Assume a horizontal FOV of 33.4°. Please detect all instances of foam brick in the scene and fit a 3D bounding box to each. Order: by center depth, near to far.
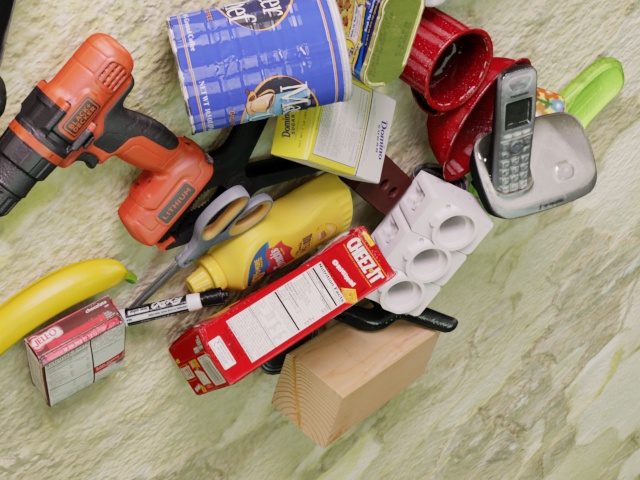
[{"bbox_3d":[0.055,-0.073,1.178,0.053,0.051,0.078,-51,144,3],"label":"foam brick"}]

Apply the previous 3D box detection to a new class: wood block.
[{"bbox_3d":[0.047,0.152,1.306,0.205,0.090,0.091,-28,146,-44],"label":"wood block"}]

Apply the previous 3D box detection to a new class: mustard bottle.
[{"bbox_3d":[-0.057,0.002,1.125,0.191,0.058,0.096,-30,159,-21],"label":"mustard bottle"}]

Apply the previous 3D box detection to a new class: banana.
[{"bbox_3d":[-0.257,0.065,1.001,0.197,0.037,0.069,-29,140,-24],"label":"banana"}]

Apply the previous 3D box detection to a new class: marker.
[{"bbox_3d":[-0.152,0.068,1.080,0.121,0.020,0.020,-13,138,1],"label":"marker"}]

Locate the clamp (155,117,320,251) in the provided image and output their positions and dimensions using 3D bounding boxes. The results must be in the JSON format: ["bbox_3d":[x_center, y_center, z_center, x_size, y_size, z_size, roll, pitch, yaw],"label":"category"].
[{"bbox_3d":[-0.087,-0.073,1.046,0.210,0.036,0.164,-36,144,-11],"label":"clamp"}]

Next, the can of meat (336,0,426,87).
[{"bbox_3d":[0.041,-0.200,0.966,0.057,0.084,0.102,-13,133,-38],"label":"can of meat"}]

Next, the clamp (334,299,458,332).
[{"bbox_3d":[0.087,0.076,1.304,0.171,0.120,0.039,-19,154,-28],"label":"clamp"}]

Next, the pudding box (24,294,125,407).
[{"bbox_3d":[-0.236,0.108,1.035,0.089,0.039,0.114,-28,158,-24],"label":"pudding box"}]

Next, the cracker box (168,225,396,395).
[{"bbox_3d":[-0.045,0.077,1.136,0.213,0.072,0.164,-32,179,-21],"label":"cracker box"}]

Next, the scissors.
[{"bbox_3d":[-0.117,0.009,1.067,0.096,0.016,0.202,-14,154,-46],"label":"scissors"}]

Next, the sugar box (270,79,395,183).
[{"bbox_3d":[0.016,-0.114,1.054,0.176,0.048,0.093,12,90,-66],"label":"sugar box"}]

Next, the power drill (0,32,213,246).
[{"bbox_3d":[-0.192,-0.065,0.930,0.184,0.057,0.187,-49,144,1],"label":"power drill"}]

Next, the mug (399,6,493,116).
[{"bbox_3d":[0.118,-0.185,1.114,0.093,0.082,0.117,-27,139,-26],"label":"mug"}]

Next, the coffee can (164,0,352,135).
[{"bbox_3d":[-0.053,-0.155,0.911,0.140,0.103,0.103,-13,136,-5],"label":"coffee can"}]

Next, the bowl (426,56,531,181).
[{"bbox_3d":[0.169,-0.148,1.202,0.162,0.055,0.162,-44,159,-23],"label":"bowl"}]
